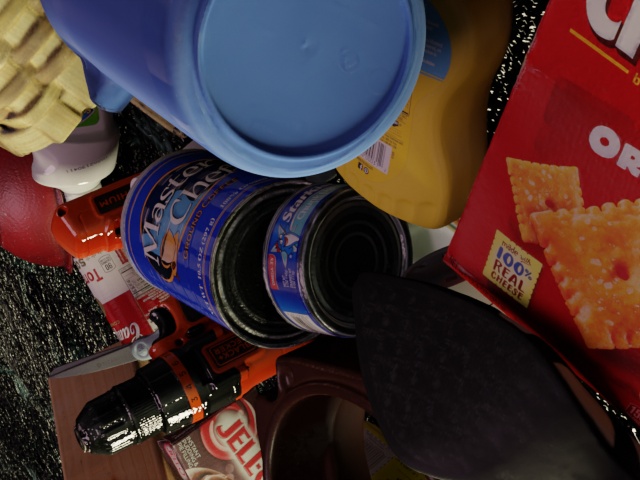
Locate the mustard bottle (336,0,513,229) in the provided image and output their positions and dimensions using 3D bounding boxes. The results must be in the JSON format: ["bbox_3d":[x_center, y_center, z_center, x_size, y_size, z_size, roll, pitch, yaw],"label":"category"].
[{"bbox_3d":[0.047,-0.103,0.513,0.096,0.058,0.192,43,146,34],"label":"mustard bottle"}]

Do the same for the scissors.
[{"bbox_3d":[-0.138,0.068,0.865,0.202,0.016,0.096,-1,103,18],"label":"scissors"}]

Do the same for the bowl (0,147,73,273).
[{"bbox_3d":[-0.266,-0.043,0.950,0.162,0.055,0.162,167,90,-71],"label":"bowl"}]

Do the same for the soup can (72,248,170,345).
[{"bbox_3d":[-0.158,0.040,0.911,0.102,0.068,0.069,61,148,-4],"label":"soup can"}]

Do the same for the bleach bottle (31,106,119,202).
[{"bbox_3d":[-0.217,-0.131,0.812,0.068,0.102,0.251,-129,25,-53],"label":"bleach bottle"}]

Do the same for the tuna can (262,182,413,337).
[{"bbox_3d":[0.011,0.011,0.594,0.034,0.086,0.086,6,121,50],"label":"tuna can"}]

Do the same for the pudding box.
[{"bbox_3d":[-0.073,0.193,0.904,0.039,0.089,0.113,-6,113,57],"label":"pudding box"}]

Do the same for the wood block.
[{"bbox_3d":[-0.171,0.199,0.953,0.090,0.090,0.206,63,180,-43],"label":"wood block"}]

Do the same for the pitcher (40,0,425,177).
[{"bbox_3d":[-0.046,-0.124,0.499,0.243,0.145,0.149,42,153,59],"label":"pitcher"}]

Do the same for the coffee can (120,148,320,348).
[{"bbox_3d":[-0.054,0.001,0.682,0.141,0.102,0.103,21,134,56],"label":"coffee can"}]

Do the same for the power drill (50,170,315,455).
[{"bbox_3d":[-0.122,0.046,0.776,0.188,0.184,0.057,56,154,20],"label":"power drill"}]
